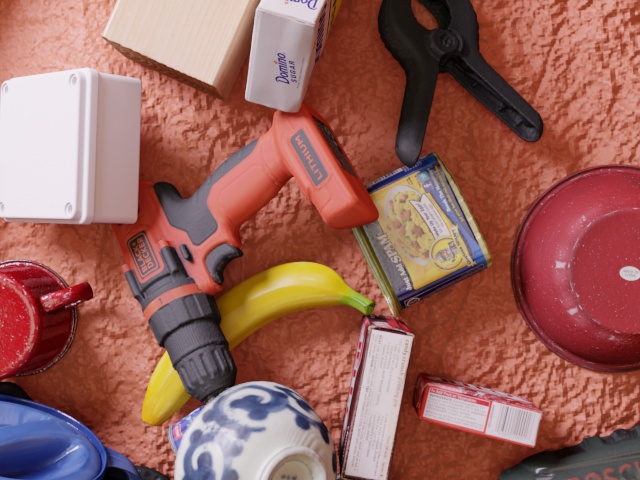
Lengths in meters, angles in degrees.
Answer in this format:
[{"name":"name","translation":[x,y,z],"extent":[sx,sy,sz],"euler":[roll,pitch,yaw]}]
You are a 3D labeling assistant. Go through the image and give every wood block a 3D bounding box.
[{"name":"wood block","translation":[-0.073,-0.219,0.791],"extent":[0.091,0.090,0.206],"euler":[24,90,2]}]

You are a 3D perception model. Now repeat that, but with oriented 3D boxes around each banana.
[{"name":"banana","translation":[-0.059,0.068,0.809],"extent":[0.198,0.037,0.070],"euler":[-30,52,8]}]

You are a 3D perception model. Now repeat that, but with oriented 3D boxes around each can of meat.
[{"name":"can of meat","translation":[0.071,-0.006,0.803],"extent":[0.084,0.057,0.102],"euler":[-26,89,0]}]

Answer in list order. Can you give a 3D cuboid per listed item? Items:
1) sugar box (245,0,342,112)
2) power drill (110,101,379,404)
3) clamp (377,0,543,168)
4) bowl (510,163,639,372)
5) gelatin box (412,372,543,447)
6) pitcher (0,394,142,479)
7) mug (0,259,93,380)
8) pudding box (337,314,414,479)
[{"name":"sugar box","translation":[-0.004,-0.183,0.747],"extent":[0.048,0.093,0.176],"euler":[16,57,1]},{"name":"power drill","translation":[-0.055,0.001,0.770],"extent":[0.188,0.057,0.184],"euler":[-32,69,13]},{"name":"clamp","translation":[0.099,-0.136,0.799],"extent":[0.120,0.039,0.171],"euler":[-2,74,-24]},{"name":"bowl","translation":[0.227,0.022,0.798],"extent":[0.162,0.055,0.162],"euler":[0,90,3]},{"name":"gelatin box","translation":[0.114,0.124,0.794],"extent":[0.089,0.073,0.030],"euler":[14,90,3]},{"name":"pitcher","translation":[-0.234,0.242,0.755],"extent":[0.149,0.144,0.243],"euler":[22,104,15]},{"name":"mug","translation":[-0.227,0.057,0.801],"extent":[0.117,0.081,0.093],"euler":[-18,90,2]},{"name":"pudding box","translation":[0.040,0.114,0.788],"extent":[0.039,0.090,0.113],"euler":[9,91,1]}]
